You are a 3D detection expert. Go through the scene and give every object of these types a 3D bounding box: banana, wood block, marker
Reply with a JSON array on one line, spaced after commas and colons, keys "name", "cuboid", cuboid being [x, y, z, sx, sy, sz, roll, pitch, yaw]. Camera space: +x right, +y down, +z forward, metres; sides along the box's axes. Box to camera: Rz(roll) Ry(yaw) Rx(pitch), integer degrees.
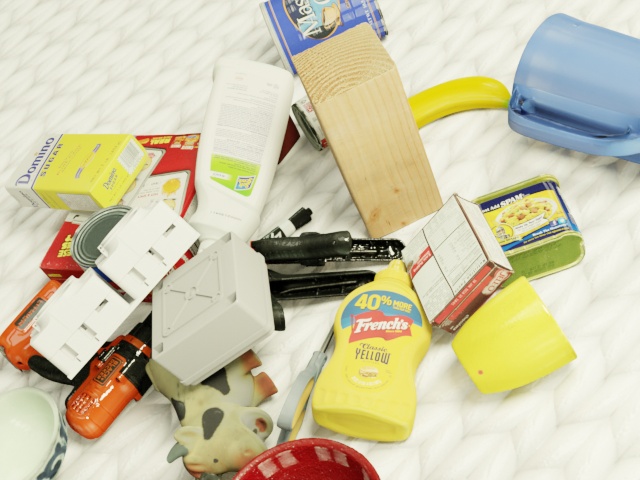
[{"name": "banana", "cuboid": [0.135, -0.151, 1.245, 0.198, 0.037, 0.069, -17, 44, 9]}, {"name": "wood block", "cuboid": [0.053, -0.111, 1.126, 0.090, 0.206, 0.091, -25, 45, 1]}, {"name": "marker", "cuboid": [-0.058, 0.001, 1.207, 0.121, 0.020, 0.020, -37, 46, -11]}]

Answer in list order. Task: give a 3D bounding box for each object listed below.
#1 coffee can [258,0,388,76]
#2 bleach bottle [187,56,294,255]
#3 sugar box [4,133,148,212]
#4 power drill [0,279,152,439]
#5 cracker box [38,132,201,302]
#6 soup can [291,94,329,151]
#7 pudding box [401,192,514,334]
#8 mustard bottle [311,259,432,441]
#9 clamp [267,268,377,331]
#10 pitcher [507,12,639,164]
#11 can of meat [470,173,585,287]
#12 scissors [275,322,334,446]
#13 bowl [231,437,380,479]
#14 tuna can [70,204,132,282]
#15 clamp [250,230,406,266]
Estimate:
[{"name": "coffee can", "cuboid": [0.004, -0.285, 1.380, 0.140, 0.102, 0.103, -22, 45, 4]}, {"name": "bleach bottle", "cuboid": [-0.102, -0.086, 1.209, 0.102, 0.068, 0.250, 12, 63, 4]}, {"name": "sugar box", "cuboid": [-0.294, -0.083, 1.275, 0.177, 0.048, 0.093, 6, 55, 39]}, {"name": "power drill", "cuboid": [-0.249, 0.109, 1.168, 0.188, 0.057, 0.184, 21, 61, 37]}, {"name": "cracker box", "cuboid": [-0.210, -0.029, 1.267, 0.164, 0.072, 0.213, 1, 52, 27]}, {"name": "soup can", "cuboid": [0.024, -0.161, 1.283, 0.102, 0.068, 0.069, -33, 45, -6]}, {"name": "pudding box", "cuboid": [0.131, 0.021, 1.038, 0.090, 0.039, 0.113, -49, 35, 24]}, {"name": "mustard bottle", "cuboid": [0.058, 0.097, 1.037, 0.096, 0.058, 0.191, 8, 51, 12]}, {"name": "clamp", "cuboid": [-0.053, 0.051, 1.123, 0.164, 0.036, 0.210, -15, 15, -42]}, {"name": "pitcher", "cuboid": [0.320, -0.135, 1.084, 0.243, 0.144, 0.149, 25, 91, 35]}, {"name": "can of meat", "cuboid": [0.206, -0.008, 1.071, 0.102, 0.057, 0.084, -20, 46, 6]}, {"name": "scissors", "cuboid": [-0.010, 0.139, 1.051, 0.016, 0.096, 0.201, 20, 25, 8]}, {"name": "bowl", "cuboid": [-0.013, 0.255, 0.929, 0.162, 0.055, 0.162, -13, 46, 13]}, {"name": "tuna can", "cuboid": [-0.229, 0.004, 1.172, 0.086, 0.033, 0.086, -14, 47, 15]}, {"name": "clamp", "cuboid": [0.003, 0.010, 1.138, 0.172, 0.120, 0.039, -2, 79, 43]}]
